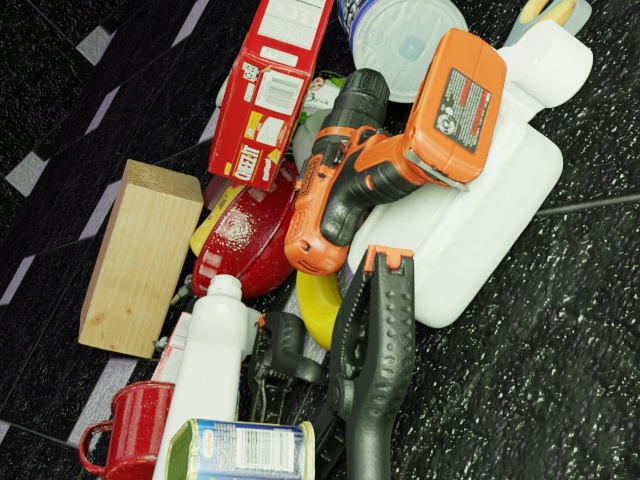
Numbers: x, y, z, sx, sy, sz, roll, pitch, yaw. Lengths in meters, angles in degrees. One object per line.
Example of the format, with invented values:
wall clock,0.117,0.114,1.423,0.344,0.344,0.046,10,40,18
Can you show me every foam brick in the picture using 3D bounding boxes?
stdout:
foam brick,-0.096,-0.062,1.240,0.078,0.051,0.053,-57,22,4

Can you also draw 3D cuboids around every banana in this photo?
banana,0.010,0.048,0.876,0.069,0.037,0.198,-60,19,5

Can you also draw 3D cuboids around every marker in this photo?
marker,-0.008,-0.058,1.085,0.121,0.020,0.020,-41,27,38

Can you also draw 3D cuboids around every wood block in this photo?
wood block,-0.213,0.022,1.257,0.091,0.090,0.206,-115,43,-65

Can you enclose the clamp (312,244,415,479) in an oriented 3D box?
clamp,0.028,0.109,0.682,0.165,0.036,0.210,-132,53,-64

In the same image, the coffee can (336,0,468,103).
coffee can,0.073,-0.201,0.988,0.103,0.102,0.140,-50,22,20

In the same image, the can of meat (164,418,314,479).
can of meat,-0.058,0.157,0.734,0.102,0.083,0.057,128,147,-61

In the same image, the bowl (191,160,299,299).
bowl,-0.057,0.001,1.054,0.162,0.055,0.162,-43,24,24

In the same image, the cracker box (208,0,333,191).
cracker box,-0.039,-0.181,1.028,0.164,0.072,0.213,114,172,-51

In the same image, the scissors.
scissors,0.146,-0.152,0.881,0.202,0.016,0.096,-32,32,49

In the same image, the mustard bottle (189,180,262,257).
mustard bottle,-0.068,-0.057,1.164,0.192,0.058,0.096,-55,16,6

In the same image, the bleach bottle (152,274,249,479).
bleach bottle,-0.095,0.133,0.887,0.103,0.068,0.250,98,178,-53

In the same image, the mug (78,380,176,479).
mug,-0.163,0.188,0.973,0.093,0.117,0.081,87,-177,-45

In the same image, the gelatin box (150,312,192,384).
gelatin box,-0.133,0.126,1.043,0.073,0.030,0.089,77,-149,-59

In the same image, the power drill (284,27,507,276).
power drill,0.051,-0.076,0.763,0.188,0.057,0.184,-31,37,55

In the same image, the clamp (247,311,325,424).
clamp,-0.031,0.106,0.884,0.120,0.039,0.171,-51,24,29
